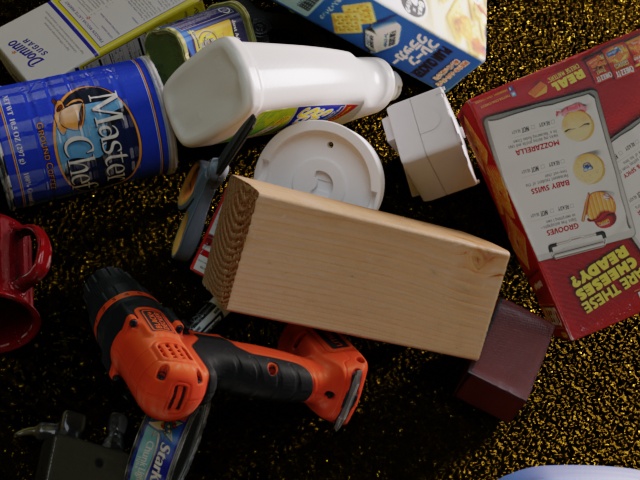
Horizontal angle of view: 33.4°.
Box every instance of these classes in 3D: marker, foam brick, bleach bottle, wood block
[{"bbox_3d":[-0.113,0.085,0.849,0.020,0.020,0.121,37,61,13],"label":"marker"},{"bbox_3d":[0.149,0.097,0.864,0.051,0.053,0.078,25,60,7],"label":"foam brick"},{"bbox_3d":[-0.010,-0.131,0.914,0.250,0.103,0.068,-13,81,-47],"label":"bleach bottle"},{"bbox_3d":[0.026,0.021,0.820,0.205,0.090,0.091,13,97,-20],"label":"wood block"}]

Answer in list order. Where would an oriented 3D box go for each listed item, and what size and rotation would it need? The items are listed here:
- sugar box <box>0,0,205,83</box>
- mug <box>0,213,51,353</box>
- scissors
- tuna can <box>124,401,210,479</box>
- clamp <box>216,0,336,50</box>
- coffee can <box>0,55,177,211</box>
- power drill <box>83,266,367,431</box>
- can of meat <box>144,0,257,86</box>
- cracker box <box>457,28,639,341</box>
[{"bbox_3d":[-0.200,-0.191,0.970,0.176,0.048,0.093,-34,59,-14],"label":"sugar box"},{"bbox_3d":[-0.253,0.026,0.814,0.117,0.093,0.081,-27,53,22],"label":"mug"},{"bbox_3d":[-0.087,-0.034,0.835,0.016,0.202,0.096,15,81,-17],"label":"scissors"},{"bbox_3d":[-0.110,0.146,0.774,0.034,0.086,0.086,20,58,4],"label":"tuna can"},{"bbox_3d":[-0.068,-0.185,1.009,0.171,0.039,0.120,27,65,16],"label":"clamp"},{"bbox_3d":[-0.201,-0.090,0.892,0.140,0.103,0.103,-15,63,-17],"label":"coffee can"},{"bbox_3d":[-0.074,0.078,0.789,0.187,0.057,0.185,9,19,-30],"label":"power drill"},{"bbox_3d":[-0.099,-0.149,0.935,0.058,0.102,0.083,2,24,42],"label":"can of meat"},{"bbox_3d":[0.232,-0.046,0.891,0.164,0.072,0.214,-23,87,-2],"label":"cracker box"}]
